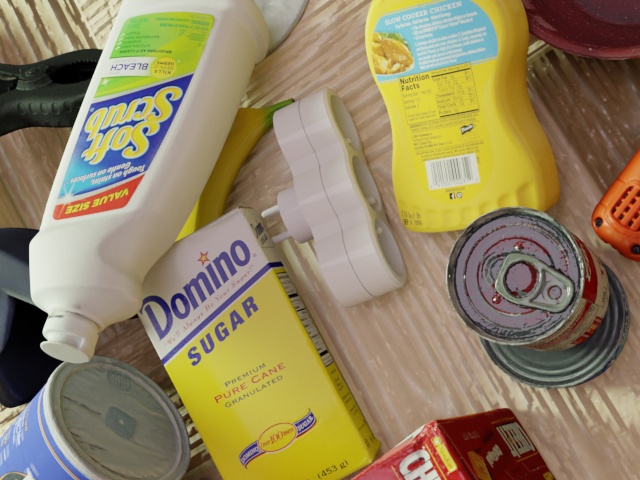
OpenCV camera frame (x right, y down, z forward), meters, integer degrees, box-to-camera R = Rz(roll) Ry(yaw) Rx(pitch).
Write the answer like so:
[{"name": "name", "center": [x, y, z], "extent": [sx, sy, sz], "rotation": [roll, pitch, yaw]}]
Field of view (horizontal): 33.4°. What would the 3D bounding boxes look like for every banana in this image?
[{"name": "banana", "center": [-0.071, -0.007, 0.716], "extent": [0.070, 0.037, 0.198], "rotation": [12, 88, 20]}]

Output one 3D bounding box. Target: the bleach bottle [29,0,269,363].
[{"name": "bleach bottle", "center": [-0.110, -0.043, 0.659], "extent": [0.103, 0.068, 0.250], "rotation": [4, 60, 19]}]

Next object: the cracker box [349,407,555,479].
[{"name": "cracker box", "center": [0.015, 0.174, 0.587], "extent": [0.214, 0.164, 0.072], "rotation": [-36, 73, 15]}]

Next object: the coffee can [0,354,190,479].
[{"name": "coffee can", "center": [-0.164, 0.156, 0.682], "extent": [0.140, 0.102, 0.103], "rotation": [-47, 68, 25]}]

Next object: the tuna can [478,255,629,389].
[{"name": "tuna can", "center": [0.136, 0.044, 0.625], "extent": [0.086, 0.033, 0.086], "rotation": [-3, 82, 22]}]

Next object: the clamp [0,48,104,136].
[{"name": "clamp", "center": [-0.207, -0.110, 0.766], "extent": [0.171, 0.039, 0.120], "rotation": [-13, 45, -7]}]

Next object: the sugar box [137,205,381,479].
[{"name": "sugar box", "center": [-0.044, 0.076, 0.667], "extent": [0.093, 0.048, 0.176], "rotation": [-30, 88, 9]}]

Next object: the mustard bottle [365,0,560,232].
[{"name": "mustard bottle", "center": [0.076, -0.104, 0.624], "extent": [0.096, 0.058, 0.191], "rotation": [-6, 101, 36]}]

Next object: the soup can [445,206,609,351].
[{"name": "soup can", "center": [0.112, 0.023, 0.562], "extent": [0.069, 0.102, 0.068], "rotation": [-3, 81, 22]}]
